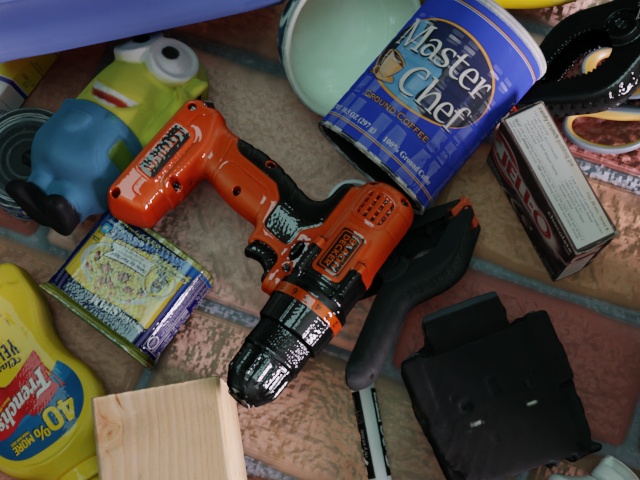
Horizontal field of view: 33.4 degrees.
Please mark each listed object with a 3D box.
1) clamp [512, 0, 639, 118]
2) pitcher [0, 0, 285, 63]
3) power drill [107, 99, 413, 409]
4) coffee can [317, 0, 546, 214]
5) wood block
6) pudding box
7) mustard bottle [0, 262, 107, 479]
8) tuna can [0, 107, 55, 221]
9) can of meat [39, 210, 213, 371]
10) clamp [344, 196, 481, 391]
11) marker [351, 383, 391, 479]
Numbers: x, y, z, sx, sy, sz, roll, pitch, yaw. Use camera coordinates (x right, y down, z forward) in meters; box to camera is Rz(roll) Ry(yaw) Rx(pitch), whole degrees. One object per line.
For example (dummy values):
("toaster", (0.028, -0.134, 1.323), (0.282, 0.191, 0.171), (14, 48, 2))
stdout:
("clamp", (0.238, -0.148, 0.790), (0.210, 0.036, 0.165), (-36, 45, 12))
("pitcher", (-0.147, -0.204, 0.763), (0.243, 0.145, 0.149), (-9, 65, -1))
("power drill", (-0.055, 0.001, 0.748), (0.188, 0.057, 0.184), (34, 71, 13))
("coffee can", (0.081, -0.104, 0.784), (0.103, 0.103, 0.140), (40, 87, 12))
("wood block", (-0.094, 0.208, 0.736), (0.091, 0.090, 0.206), (-10, 75, 1))
("pudding box", (0.165, -0.034, 0.777), (0.039, 0.090, 0.113), (-27, 76, -4))
("mustard bottle", (-0.211, 0.117, 0.783), (0.096, 0.058, 0.192), (-36, 77, -4))
("tuna can", (-0.227, -0.060, 0.841), (0.086, 0.034, 0.086), (-1, 76, 4))
("can of meat", (-0.143, 0.033, 0.800), (0.102, 0.057, 0.084), (35, 78, 11))
("clamp", (0.054, 0.035, 0.773), (0.171, 0.039, 0.120), (-35, 45, -4))
("marker", (0.039, 0.154, 0.776), (0.020, 0.020, 0.121), (-10, 76, 1))
